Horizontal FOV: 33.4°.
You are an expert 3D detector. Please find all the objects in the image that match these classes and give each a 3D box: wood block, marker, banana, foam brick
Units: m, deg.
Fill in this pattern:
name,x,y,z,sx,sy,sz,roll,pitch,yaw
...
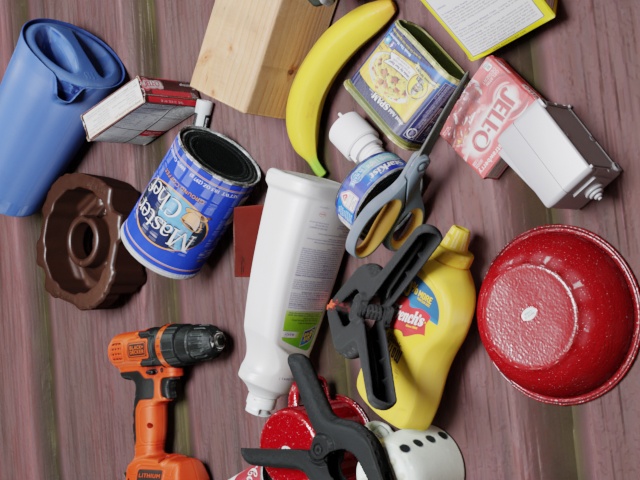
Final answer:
name,x,y,z,sx,sy,sz,roll,pitch,yaw
wood block,-0.048,-0.240,1.113,0.090,0.090,0.206,30,108,35
marker,-0.147,-0.103,1.239,0.020,0.020,0.121,22,104,37
banana,0.011,-0.166,1.098,0.069,0.037,0.198,23,111,-1
foam brick,-0.058,0.001,1.144,0.053,0.051,0.078,-1,89,40

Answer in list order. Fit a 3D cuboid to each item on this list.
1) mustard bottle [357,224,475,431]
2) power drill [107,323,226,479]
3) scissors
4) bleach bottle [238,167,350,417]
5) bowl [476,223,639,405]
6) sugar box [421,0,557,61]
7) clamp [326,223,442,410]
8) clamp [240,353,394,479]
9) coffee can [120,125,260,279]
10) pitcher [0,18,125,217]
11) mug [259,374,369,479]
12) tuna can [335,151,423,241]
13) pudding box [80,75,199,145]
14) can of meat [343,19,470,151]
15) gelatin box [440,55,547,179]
name,x,y,z,sx,sy,sz,roll,pitch,yaw
mustard bottle,0.099,0.076,1.007,0.096,0.058,0.192,43,116,56
power drill,-0.173,0.190,1.237,0.185,0.057,0.187,-10,80,43
scissors,0.098,-0.062,1.005,0.202,0.096,0.016,-53,55,11
bleach bottle,-0.036,0.058,1.087,0.068,0.102,0.251,22,100,43
bowl,0.195,0.066,0.933,0.162,0.055,0.162,-1,89,39
sugar box,0.120,-0.247,0.933,0.094,0.176,0.048,-26,29,35
clamp,0.053,0.058,0.997,0.210,0.036,0.164,-159,88,-75
clamp,-0.002,0.201,1.002,0.172,0.039,0.120,43,112,34
coffee can,-0.145,-0.041,1.183,0.103,0.102,0.140,50,119,28
pitcher,-0.357,-0.155,1.356,0.145,0.149,0.243,45,121,14
mug,-0.008,0.194,1.082,0.093,0.081,0.117,-7,86,39
tuna can,0.056,-0.043,1.029,0.034,0.085,0.086,43,116,33
pudding box,-0.209,-0.151,1.246,0.114,0.089,0.039,-28,73,37
can of meat,0.085,-0.150,1.025,0.084,0.057,0.102,-51,60,25
gelatin box,0.158,-0.112,0.980,0.073,0.030,0.089,50,120,28
